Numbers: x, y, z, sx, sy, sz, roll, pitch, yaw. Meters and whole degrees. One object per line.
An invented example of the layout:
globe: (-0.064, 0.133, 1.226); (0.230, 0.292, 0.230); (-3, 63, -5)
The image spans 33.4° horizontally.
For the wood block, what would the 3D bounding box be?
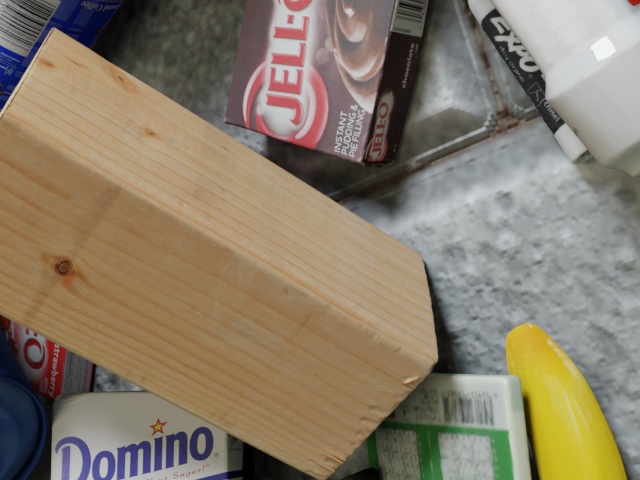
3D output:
wood block: (-0.058, 0.010, 0.478); (0.206, 0.090, 0.091); (31, 117, -18)

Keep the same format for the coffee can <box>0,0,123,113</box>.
coffee can: (-0.184, -0.127, 0.621); (0.140, 0.102, 0.103); (-50, 66, 25)

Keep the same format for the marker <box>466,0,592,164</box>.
marker: (0.090, -0.088, 0.486); (0.020, 0.020, 0.121); (-40, 70, 29)

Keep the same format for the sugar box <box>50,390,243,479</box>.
sugar box: (-0.086, 0.163, 0.529); (0.093, 0.048, 0.176); (-3, 82, 7)

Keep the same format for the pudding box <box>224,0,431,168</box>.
pudding box: (0.005, -0.101, 0.532); (0.090, 0.039, 0.113); (20, 102, 33)

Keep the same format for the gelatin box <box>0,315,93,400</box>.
gelatin box: (-0.173, 0.048, 0.663); (0.073, 0.030, 0.089); (14, 100, 33)
